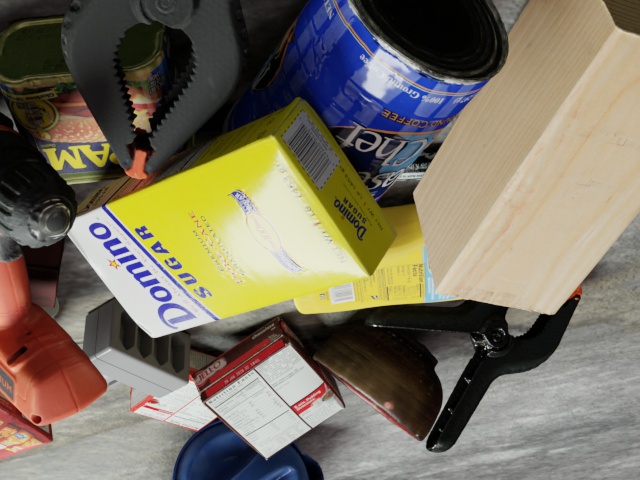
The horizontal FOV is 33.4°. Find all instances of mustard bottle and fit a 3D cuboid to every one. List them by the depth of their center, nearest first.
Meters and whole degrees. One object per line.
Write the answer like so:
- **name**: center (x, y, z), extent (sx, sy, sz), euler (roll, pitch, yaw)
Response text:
- **mustard bottle**: center (0.074, 0.009, 0.759), extent (0.191, 0.058, 0.096), euler (-5, 145, 4)

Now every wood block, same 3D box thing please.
- **wood block**: center (0.142, -0.059, 0.621), extent (0.090, 0.091, 0.206), euler (11, 135, -19)

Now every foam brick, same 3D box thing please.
- **foam brick**: center (-0.220, 0.010, 0.747), extent (0.078, 0.051, 0.053), euler (7, 144, -13)

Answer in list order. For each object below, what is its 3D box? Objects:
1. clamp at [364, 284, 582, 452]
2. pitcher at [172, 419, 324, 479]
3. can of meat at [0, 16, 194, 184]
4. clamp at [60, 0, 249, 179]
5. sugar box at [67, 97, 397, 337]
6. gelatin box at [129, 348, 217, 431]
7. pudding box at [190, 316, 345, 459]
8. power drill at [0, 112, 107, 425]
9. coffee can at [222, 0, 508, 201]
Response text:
- **clamp**: center (0.128, 0.084, 0.817), extent (0.171, 0.120, 0.039), euler (-18, -171, -11)
- **pitcher**: center (-0.108, 0.285, 1.072), extent (0.149, 0.144, 0.243), euler (28, 144, 3)
- **can of meat**: center (-0.130, -0.083, 0.621), extent (0.102, 0.057, 0.084), euler (-5, 141, 2)
- **clamp**: center (-0.086, -0.131, 0.528), extent (0.164, 0.036, 0.210), euler (14, 119, -16)
- **sugar box**: center (-0.056, -0.006, 0.589), extent (0.177, 0.048, 0.093), euler (-20, 114, 37)
- **gelatin box**: center (-0.115, 0.131, 0.940), extent (0.073, 0.030, 0.089), euler (22, 137, -32)
- **pudding box**: center (-0.042, 0.127, 0.902), extent (0.090, 0.039, 0.113), euler (-33, 132, 4)
- **power drill**: center (-0.179, 0.014, 0.628), extent (0.057, 0.185, 0.188), euler (-25, 126, -28)
- **coffee can**: center (0.021, -0.083, 0.589), extent (0.102, 0.103, 0.141), euler (16, 140, -24)
